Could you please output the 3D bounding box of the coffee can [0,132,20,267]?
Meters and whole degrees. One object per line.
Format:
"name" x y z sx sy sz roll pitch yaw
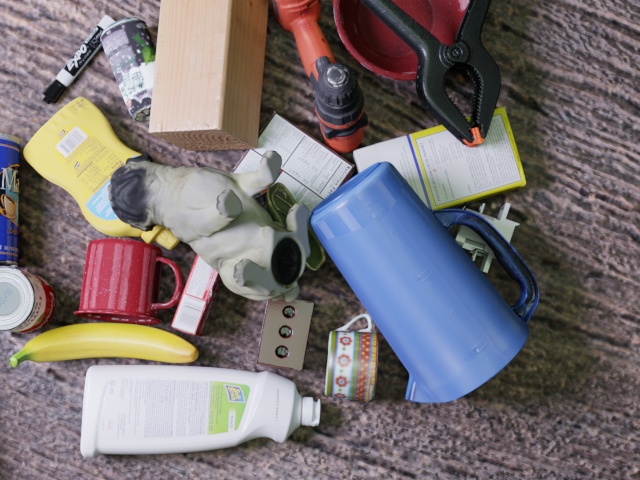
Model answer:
"coffee can" -0.377 -0.042 1.152 0.103 0.103 0.140 -1 84 -1

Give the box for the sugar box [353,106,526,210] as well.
"sugar box" 0.132 -0.079 1.193 0.176 0.048 0.093 -16 85 1

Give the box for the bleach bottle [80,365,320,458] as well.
"bleach bottle" -0.126 0.188 1.153 0.250 0.068 0.102 3 85 -3

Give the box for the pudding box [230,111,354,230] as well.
"pudding box" -0.031 -0.076 1.193 0.113 0.039 0.090 35 85 1

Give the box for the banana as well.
"banana" -0.233 0.117 1.158 0.197 0.069 0.037 -3 123 -8

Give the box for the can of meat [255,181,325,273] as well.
"can of meat" -0.058 0.001 1.156 0.084 0.057 0.102 -28 98 24

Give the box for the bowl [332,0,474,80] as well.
"bowl" 0.090 -0.256 1.198 0.162 0.055 0.162 0 89 -7

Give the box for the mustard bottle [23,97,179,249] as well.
"mustard bottle" -0.228 -0.061 1.178 0.191 0.058 0.096 44 80 4

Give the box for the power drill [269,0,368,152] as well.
"power drill" -0.003 -0.200 1.143 0.057 0.184 0.188 -18 75 -3

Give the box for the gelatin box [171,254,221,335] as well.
"gelatin box" -0.130 0.058 1.160 0.030 0.073 0.089 19 84 1

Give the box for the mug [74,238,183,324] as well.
"mug" -0.203 0.045 1.150 0.117 0.093 0.081 1 79 18

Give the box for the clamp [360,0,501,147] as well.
"clamp" 0.150 -0.208 1.159 0.164 0.036 0.210 -22 90 -9

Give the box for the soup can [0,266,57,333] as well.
"soup can" -0.327 0.065 1.142 0.068 0.102 0.068 0 84 -1

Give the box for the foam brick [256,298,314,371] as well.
"foam brick" -0.038 0.101 1.168 0.053 0.051 0.078 9 84 0

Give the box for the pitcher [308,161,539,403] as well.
"pitcher" 0.106 0.034 1.118 0.145 0.149 0.243 -32 98 38

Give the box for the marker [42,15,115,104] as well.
"marker" -0.274 -0.204 1.212 0.020 0.020 0.121 37 85 3

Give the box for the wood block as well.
"wood block" -0.119 -0.208 1.163 0.091 0.090 0.206 1 81 24
